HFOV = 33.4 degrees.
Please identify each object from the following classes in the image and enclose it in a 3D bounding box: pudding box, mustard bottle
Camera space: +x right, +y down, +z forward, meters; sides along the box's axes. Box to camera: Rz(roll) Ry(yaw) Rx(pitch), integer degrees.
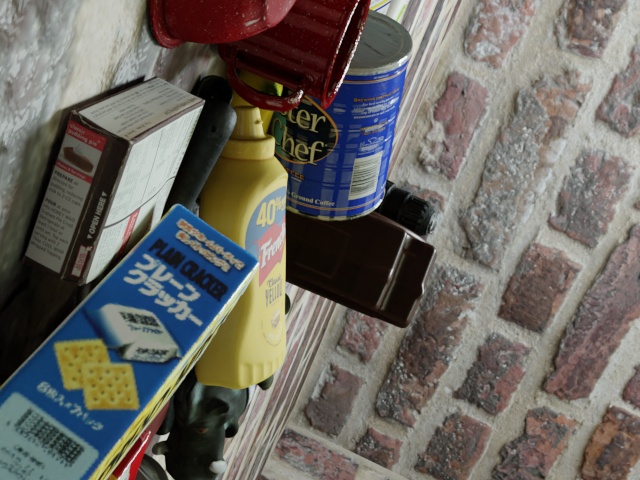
[{"bbox_3d":[-0.110,-0.035,0.582,0.113,0.039,0.090,-57,170,-68],"label":"pudding box"},{"bbox_3d":[-0.054,0.001,0.755,0.096,0.058,0.192,-34,128,-66],"label":"mustard bottle"}]

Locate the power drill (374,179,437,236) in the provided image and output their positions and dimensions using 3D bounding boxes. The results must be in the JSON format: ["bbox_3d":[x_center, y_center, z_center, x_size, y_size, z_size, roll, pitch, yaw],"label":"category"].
[{"bbox_3d":[0.027,-0.072,1.061,0.057,0.184,0.187,-64,165,-15],"label":"power drill"}]

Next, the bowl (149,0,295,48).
[{"bbox_3d":[-0.035,-0.174,0.601,0.162,0.055,0.162,91,25,-76],"label":"bowl"}]

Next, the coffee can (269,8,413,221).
[{"bbox_3d":[0.011,-0.101,0.846,0.102,0.103,0.140,-58,162,-50],"label":"coffee can"}]

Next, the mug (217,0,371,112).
[{"bbox_3d":[-0.022,-0.136,0.714,0.093,0.081,0.117,101,11,-65],"label":"mug"}]

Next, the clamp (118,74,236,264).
[{"bbox_3d":[-0.094,-0.026,0.681,0.120,0.039,0.171,-123,-125,-82],"label":"clamp"}]
